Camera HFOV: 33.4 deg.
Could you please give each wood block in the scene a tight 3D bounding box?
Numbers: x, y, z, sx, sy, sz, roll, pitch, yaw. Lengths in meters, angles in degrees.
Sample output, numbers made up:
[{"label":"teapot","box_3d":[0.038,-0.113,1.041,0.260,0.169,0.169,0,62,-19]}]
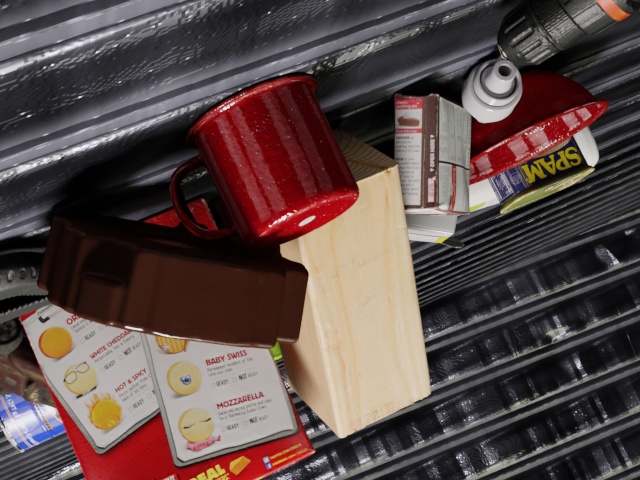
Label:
[{"label":"wood block","box_3d":[0.015,0.033,0.817,0.090,0.206,0.091,-23,-149,-20]}]

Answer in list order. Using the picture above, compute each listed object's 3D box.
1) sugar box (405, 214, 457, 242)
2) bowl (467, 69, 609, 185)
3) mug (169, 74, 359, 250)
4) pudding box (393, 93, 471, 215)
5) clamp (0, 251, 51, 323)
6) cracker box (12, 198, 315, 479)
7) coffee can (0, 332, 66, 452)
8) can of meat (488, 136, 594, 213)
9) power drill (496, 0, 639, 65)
[{"label":"sugar box","box_3d":[0.077,-0.028,0.996,0.093,0.048,0.176,9,176,3]},{"label":"bowl","box_3d":[0.169,-0.105,0.945,0.162,0.055,0.162,-25,171,-5]},{"label":"mug","box_3d":[-0.038,-0.041,0.674,0.117,0.081,0.093,-25,171,-5]},{"label":"pudding box","box_3d":[0.089,-0.065,0.838,0.039,0.090,0.113,0,180,19]},{"label":"clamp","box_3d":[-0.257,0.046,0.718,0.165,0.036,0.209,-32,165,38]},{"label":"cracker box","box_3d":[-0.123,0.099,0.820,0.164,0.214,0.072,-23,172,-12]},{"label":"coffee can","box_3d":[-0.233,0.122,0.997,0.140,0.103,0.103,-24,170,-8]},{"label":"can of meat","box_3d":[0.208,-0.085,1.064,0.102,0.084,0.058,-21,170,-23]},{"label":"power drill","box_3d":[0.224,-0.172,0.710,0.185,0.057,0.187,-32,169,33]}]
